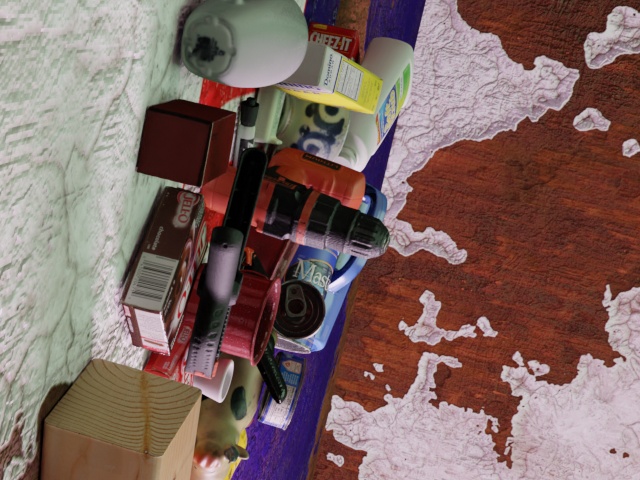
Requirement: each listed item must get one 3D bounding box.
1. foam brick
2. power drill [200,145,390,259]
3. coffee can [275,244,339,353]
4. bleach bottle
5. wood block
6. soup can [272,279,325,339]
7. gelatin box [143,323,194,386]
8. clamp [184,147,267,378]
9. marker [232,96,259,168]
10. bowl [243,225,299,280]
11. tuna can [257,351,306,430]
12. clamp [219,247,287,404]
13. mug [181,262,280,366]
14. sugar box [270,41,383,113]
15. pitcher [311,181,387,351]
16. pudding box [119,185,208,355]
[{"bbox_3d":[-0.101,-0.076,0.822,0.078,0.051,0.053,-49,151,-75],"label":"foam brick"},{"bbox_3d":[-0.008,-0.040,1.058,0.187,0.184,0.057,-40,150,-74],"label":"power drill"},{"bbox_3d":[-0.042,0.063,1.365,0.103,0.103,0.140,77,28,-75],"label":"coffee can"},{"bbox_3d":[0.055,-0.149,1.297,0.250,0.068,0.103,-65,165,-49],"label":"bleach bottle"},{"bbox_3d":[-0.156,0.207,0.809,0.090,0.090,0.206,-60,163,-62],"label":"wood block"},{"bbox_3d":[-0.027,0.082,1.252,0.102,0.068,0.068,87,18,-85],"label":"soup can"},{"bbox_3d":[-0.142,0.131,1.007,0.073,0.030,0.089,-67,169,-52],"label":"gelatin box"},{"bbox_3d":[-0.088,0.038,0.925,0.164,0.036,0.210,-78,-177,-68],"label":"clamp"},{"bbox_3d":[-0.079,-0.091,1.099,0.020,0.020,0.121,-63,166,-60],"label":"marker"},{"bbox_3d":[-0.058,0.002,1.239,0.162,0.055,0.162,-64,176,-8],"label":"bowl"},{"bbox_3d":[-0.044,0.171,1.226,0.086,0.033,0.086,-163,-89,-85],"label":"tuna can"},{"bbox_3d":[-0.079,0.096,1.146,0.039,0.120,0.171,2,-103,61],"label":"clamp"},{"bbox_3d":[-0.089,0.064,1.078,0.117,0.081,0.093,-64,167,-54],"label":"mug"},{"bbox_3d":[-0.009,-0.165,1.061,0.176,0.093,0.048,-1,104,-68],"label":"sugar box"},{"bbox_3d":[-0.002,0.026,1.484,0.149,0.145,0.242,84,24,-72],"label":"pitcher"},{"bbox_3d":[-0.126,0.025,0.880,0.090,0.039,0.113,94,13,-61],"label":"pudding box"}]
